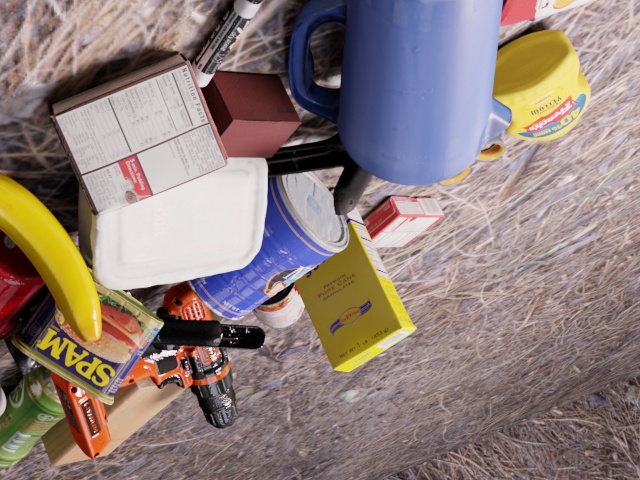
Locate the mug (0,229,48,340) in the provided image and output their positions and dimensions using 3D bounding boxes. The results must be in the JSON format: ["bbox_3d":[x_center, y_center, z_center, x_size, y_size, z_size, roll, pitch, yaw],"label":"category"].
[{"bbox_3d":[-0.270,0.027,0.911,0.117,0.093,0.082,4,139,-48],"label":"mug"}]

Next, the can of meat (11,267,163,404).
[{"bbox_3d":[-0.198,0.077,0.919,0.084,0.102,0.057,-55,-165,-2],"label":"can of meat"}]

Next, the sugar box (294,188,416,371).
[{"bbox_3d":[0.022,0.042,1.146,0.093,0.176,0.048,-34,159,18],"label":"sugar box"}]

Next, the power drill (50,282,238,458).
[{"bbox_3d":[-0.185,0.158,1.160,0.187,0.184,0.057,-27,-154,-26],"label":"power drill"}]

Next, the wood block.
[{"bbox_3d":[-0.253,0.183,1.289,0.090,0.090,0.206,-1,148,-48],"label":"wood block"}]

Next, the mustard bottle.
[{"bbox_3d":[0.227,-0.147,1.098,0.096,0.058,0.191,-30,159,13],"label":"mustard bottle"}]

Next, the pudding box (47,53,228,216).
[{"bbox_3d":[-0.138,-0.080,0.814,0.113,0.090,0.039,-23,-157,-9],"label":"pudding box"}]

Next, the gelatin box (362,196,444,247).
[{"bbox_3d":[0.092,-0.022,1.278,0.089,0.030,0.073,-1,149,-46],"label":"gelatin box"}]

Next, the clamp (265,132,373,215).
[{"bbox_3d":[0.025,-0.082,0.995,0.209,0.165,0.036,-30,124,-41],"label":"clamp"}]

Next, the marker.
[{"bbox_3d":[-0.066,-0.160,0.798,0.020,0.020,0.121,-6,151,-40],"label":"marker"}]

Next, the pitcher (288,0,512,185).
[{"bbox_3d":[0.067,-0.156,0.828,0.149,0.145,0.243,-33,157,-14],"label":"pitcher"}]

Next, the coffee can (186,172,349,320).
[{"bbox_3d":[-0.057,0.001,1.067,0.140,0.103,0.102,-35,157,23],"label":"coffee can"}]

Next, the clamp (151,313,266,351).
[{"bbox_3d":[-0.142,0.093,1.070,0.172,0.039,0.120,2,168,29],"label":"clamp"}]

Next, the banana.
[{"bbox_3d":[-0.237,-0.001,0.844,0.197,0.069,0.037,44,151,-27],"label":"banana"}]

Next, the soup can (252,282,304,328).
[{"bbox_3d":[-0.055,0.058,1.248,0.068,0.068,0.102,-25,159,-3],"label":"soup can"}]

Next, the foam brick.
[{"bbox_3d":[-0.066,-0.103,0.884,0.078,0.053,0.051,-3,149,-44],"label":"foam brick"}]
